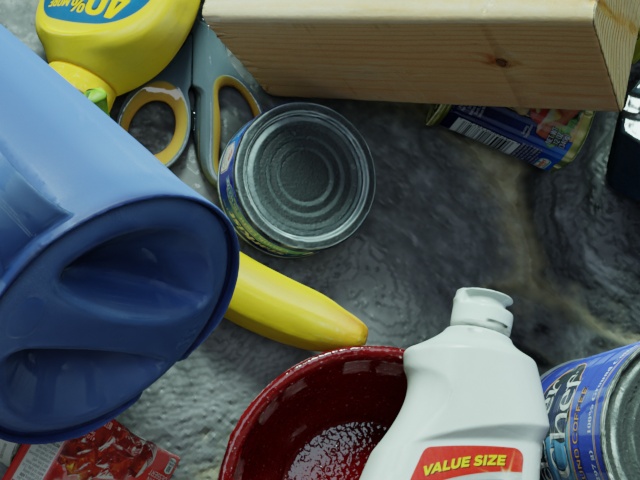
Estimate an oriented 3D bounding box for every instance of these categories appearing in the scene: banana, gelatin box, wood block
[{"bbox_3d":[-0.064,0.004,0.579,0.198,0.070,0.037,40,59,-5],"label":"banana"},{"bbox_3d":[-0.117,0.125,0.535,0.030,0.089,0.073,18,71,33],"label":"gelatin box"},{"bbox_3d":[0.056,-0.130,0.561,0.206,0.090,0.090,7,71,27],"label":"wood block"}]

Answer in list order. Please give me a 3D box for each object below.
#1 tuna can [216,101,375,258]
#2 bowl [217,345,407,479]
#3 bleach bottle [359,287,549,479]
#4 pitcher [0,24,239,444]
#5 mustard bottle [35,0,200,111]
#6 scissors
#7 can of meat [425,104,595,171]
[{"bbox_3d":[-0.013,-0.034,0.599,0.086,0.034,0.086,2,83,-20],"label":"tuna can"},{"bbox_3d":[0.024,0.139,0.563,0.162,0.055,0.162,1,77,-6],"label":"bowl"},{"bbox_3d":[0.048,0.143,0.505,0.102,0.068,0.251,14,74,-4],"label":"bleach bottle"},{"bbox_3d":[-0.161,-0.036,0.499,0.144,0.149,0.243,-11,44,-45],"label":"pitcher"},{"bbox_3d":[-0.109,-0.145,0.602,0.096,0.058,0.191,14,75,29],"label":"mustard bottle"},{"bbox_3d":[-0.084,-0.121,0.630,0.096,0.016,0.202,-12,79,-9],"label":"scissors"},{"bbox_3d":[0.120,-0.100,0.628,0.084,0.057,0.102,23,76,-3],"label":"can of meat"}]
